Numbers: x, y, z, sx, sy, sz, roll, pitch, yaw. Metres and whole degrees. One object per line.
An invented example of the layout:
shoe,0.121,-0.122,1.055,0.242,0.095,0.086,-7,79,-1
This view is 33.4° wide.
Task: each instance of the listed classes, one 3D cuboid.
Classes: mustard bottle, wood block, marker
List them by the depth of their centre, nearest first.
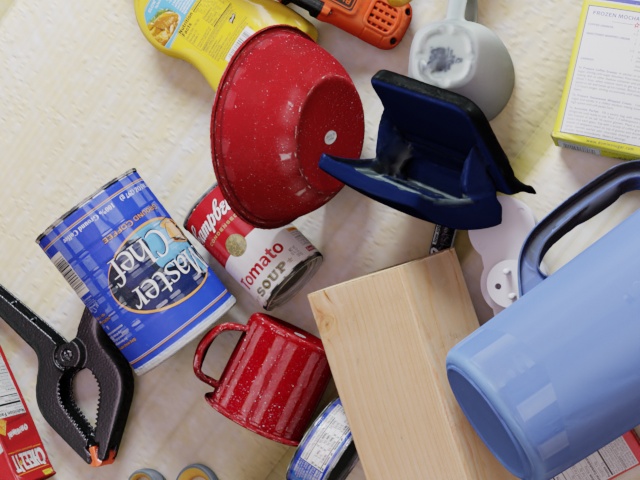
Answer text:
wood block,0.078,0.121,0.815,0.091,0.090,0.206,-19,88,36
marker,0.094,0.024,0.869,0.020,0.020,0.121,15,93,16
mustard bottle,-0.101,-0.195,0.913,0.192,0.058,0.096,38,103,14

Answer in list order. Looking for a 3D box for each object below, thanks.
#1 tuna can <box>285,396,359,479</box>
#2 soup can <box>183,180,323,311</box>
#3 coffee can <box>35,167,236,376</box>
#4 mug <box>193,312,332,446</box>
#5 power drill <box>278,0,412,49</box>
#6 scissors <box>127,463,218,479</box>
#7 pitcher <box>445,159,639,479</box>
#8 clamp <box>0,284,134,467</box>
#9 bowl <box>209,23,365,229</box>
tuna can,0.009,0.167,0.857,0.034,0.086,0.086,32,97,17
soup can,-0.056,0.001,0.890,0.102,0.068,0.068,45,101,12
coffee can,-0.152,0.026,0.883,0.103,0.102,0.140,-36,94,13
mug,-0.046,0.106,0.868,0.117,0.093,0.081,26,91,-15
power drill,0.019,-0.271,0.855,0.184,0.057,0.188,26,98,-10
scissors,-0.100,0.281,0.923,0.096,0.016,0.202,-33,80,13
pitcher,0.205,0.052,0.741,0.242,0.149,0.145,-32,103,-10
clamp,-0.210,0.093,0.949,0.165,0.036,0.210,-26,78,15
bowl,-0.013,-0.085,0.826,0.055,0.161,0.162,11,92,35
